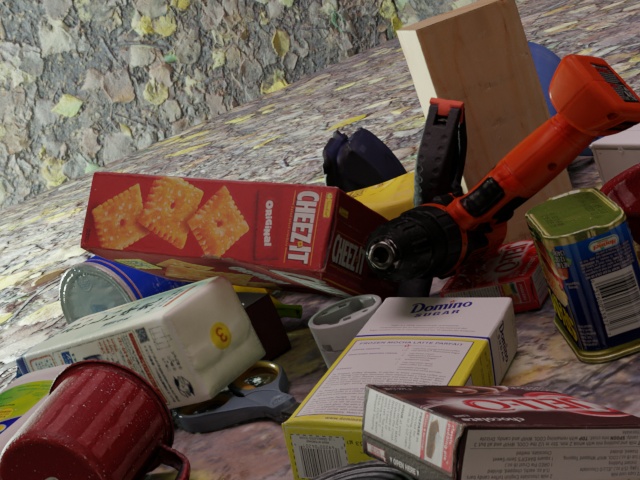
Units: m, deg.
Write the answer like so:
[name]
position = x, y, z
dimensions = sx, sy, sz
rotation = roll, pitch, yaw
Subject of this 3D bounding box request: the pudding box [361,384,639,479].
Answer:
[pudding box]
position = 0.089, 0.095, 0.516
dimensions = 0.113, 0.039, 0.090
rotation = 2, 2, -26

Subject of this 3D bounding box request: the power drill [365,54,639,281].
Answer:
[power drill]
position = 0.126, -0.045, 0.730
dimensions = 0.188, 0.057, 0.184
rotation = -43, -13, 27

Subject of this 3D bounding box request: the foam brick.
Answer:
[foam brick]
position = -0.073, 0.077, 0.887
dimensions = 0.052, 0.051, 0.078
rotation = -30, 16, -34

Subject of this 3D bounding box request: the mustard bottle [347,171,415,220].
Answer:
[mustard bottle]
position = 0.012, -0.014, 1.008
dimensions = 0.192, 0.058, 0.096
rotation = -14, 13, 19

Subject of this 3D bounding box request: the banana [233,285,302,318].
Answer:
[banana]
position = -0.052, 0.048, 1.017
dimensions = 0.069, 0.037, 0.198
rotation = 1, 15, -2

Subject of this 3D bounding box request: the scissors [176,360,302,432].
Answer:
[scissors]
position = -0.045, 0.123, 0.742
dimensions = 0.096, 0.016, 0.202
rotation = -25, 14, -11

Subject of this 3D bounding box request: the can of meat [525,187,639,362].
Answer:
[can of meat]
position = 0.173, 0.019, 0.685
dimensions = 0.057, 0.084, 0.102
rotation = -19, 13, 5

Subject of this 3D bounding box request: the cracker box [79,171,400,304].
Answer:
[cracker box]
position = -0.056, 0.001, 0.854
dimensions = 0.214, 0.072, 0.164
rotation = 6, -8, 26

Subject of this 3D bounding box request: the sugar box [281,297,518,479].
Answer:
[sugar box]
position = 0.056, 0.088, 0.652
dimensions = 0.093, 0.048, 0.176
rotation = -1, 18, 26

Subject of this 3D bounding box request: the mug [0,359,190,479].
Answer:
[mug]
position = -0.141, 0.141, 0.686
dimensions = 0.117, 0.093, 0.081
rotation = 20, 28, 8

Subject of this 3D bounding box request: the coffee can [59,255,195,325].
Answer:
[coffee can]
position = -0.171, 0.043, 1.055
dimensions = 0.103, 0.103, 0.140
rotation = -10, 16, 38

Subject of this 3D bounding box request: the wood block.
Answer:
[wood block]
position = 0.147, -0.100, 0.931
dimensions = 0.090, 0.206, 0.091
rotation = -20, 13, -1

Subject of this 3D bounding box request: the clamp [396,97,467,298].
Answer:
[clamp]
position = 0.098, -0.033, 0.872
dimensions = 0.039, 0.171, 0.120
rotation = 12, 16, 13

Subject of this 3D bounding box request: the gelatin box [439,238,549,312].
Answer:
[gelatin box]
position = 0.141, 0.027, 0.816
dimensions = 0.073, 0.030, 0.089
rotation = -12, 16, 31
